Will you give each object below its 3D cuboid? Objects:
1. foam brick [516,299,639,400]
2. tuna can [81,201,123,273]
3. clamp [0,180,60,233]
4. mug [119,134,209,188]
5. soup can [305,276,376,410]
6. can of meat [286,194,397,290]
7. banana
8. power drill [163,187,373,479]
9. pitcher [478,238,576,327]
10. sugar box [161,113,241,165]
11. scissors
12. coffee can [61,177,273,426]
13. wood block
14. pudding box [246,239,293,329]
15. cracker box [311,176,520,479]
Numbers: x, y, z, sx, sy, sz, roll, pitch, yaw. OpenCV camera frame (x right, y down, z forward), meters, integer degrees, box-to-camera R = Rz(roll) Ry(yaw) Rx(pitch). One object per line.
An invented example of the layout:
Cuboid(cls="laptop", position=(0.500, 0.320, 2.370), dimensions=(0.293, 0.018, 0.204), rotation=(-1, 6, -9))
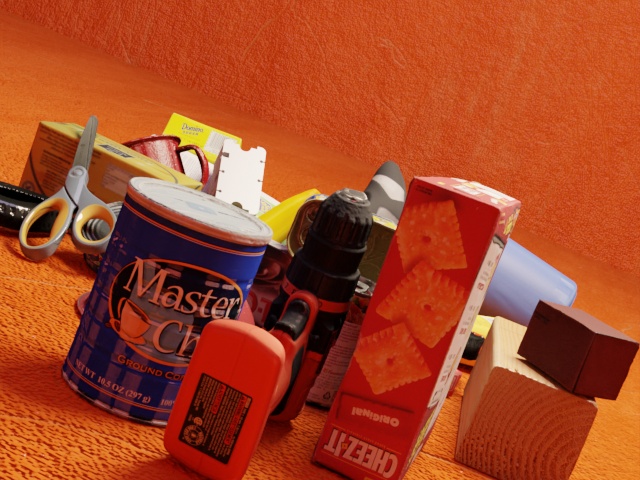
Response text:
Cuboid(cls="foam brick", position=(0.208, 0.088, 0.866), dimensions=(0.051, 0.053, 0.078), rotation=(15, 11, -29))
Cuboid(cls="tuna can", position=(-0.179, 0.000, 0.996), dimensions=(0.086, 0.034, 0.086), rotation=(4, 35, -3))
Cuboid(cls="clamp", position=(-0.324, -0.038, 0.985), dimensions=(0.209, 0.036, 0.165), rotation=(16, 11, -31))
Cuboid(cls="mug", position=(-0.175, -0.065, 1.160), dimensions=(0.117, 0.081, 0.093), rotation=(-18, -8, 10))
Cuboid(cls="soup can", position=(0.008, 0.079, 0.873), dimensions=(0.068, 0.102, 0.068), rotation=(21, 10, -4))
Cuboid(cls="can of meat", position=(0.024, -0.001, 0.938), dimensions=(0.102, 0.057, 0.084), rotation=(22, 9, -2))
Cuboid(cls="banana", position=(-0.071, 0.008, 1.079), dimensions=(0.070, 0.037, 0.197), rotation=(-20, 15, 45))
Cuboid(cls="power drill", position=(-0.026, 0.064, 0.705), dimensions=(0.057, 0.184, 0.187), rotation=(24, 20, 13))
Cuboid(cls="pitcher", position=(0.203, 0.045, 1.403), dimensions=(0.243, 0.145, 0.149), rotation=(32, 15, 7))
Cuboid(cls="sugar box", position=(-0.152, -0.089, 1.355), dimensions=(0.093, 0.048, 0.176), rotation=(22, -21, 2))
Cuboid(cls="scissors", position=(-0.213, -0.051, 1.003), dimensions=(0.096, 0.016, 0.201), rotation=(12, 45, 11))
Cuboid(cls="coffee can", position=(-0.104, 0.040, 0.726), dimensions=(0.103, 0.140, 0.103), rotation=(21, 10, -4))
Cuboid(cls="wood block", position=(0.180, 0.141, 0.947), dimensions=(0.091, 0.090, 0.206), rotation=(22, 10, 7))
Cuboid(cls="pudding box", position=(-0.037, 0.053, 0.955), dimensions=(0.114, 0.090, 0.039), rotation=(27, 10, 29))
Cuboid(cls="cracker box", position=(0.074, 0.060, 0.791), dimensions=(0.072, 0.214, 0.164), rotation=(22, 9, 13))
